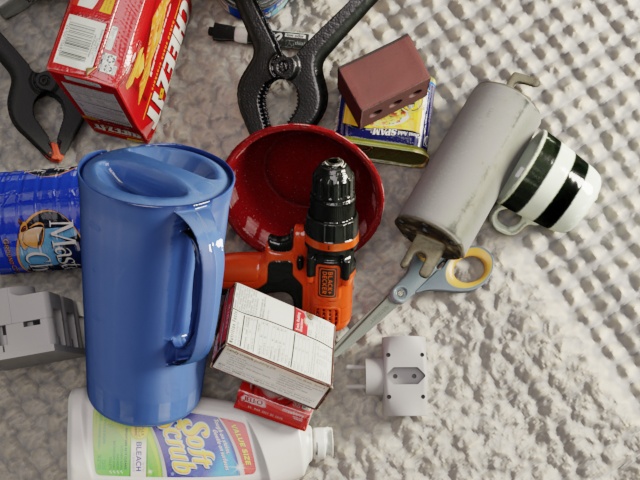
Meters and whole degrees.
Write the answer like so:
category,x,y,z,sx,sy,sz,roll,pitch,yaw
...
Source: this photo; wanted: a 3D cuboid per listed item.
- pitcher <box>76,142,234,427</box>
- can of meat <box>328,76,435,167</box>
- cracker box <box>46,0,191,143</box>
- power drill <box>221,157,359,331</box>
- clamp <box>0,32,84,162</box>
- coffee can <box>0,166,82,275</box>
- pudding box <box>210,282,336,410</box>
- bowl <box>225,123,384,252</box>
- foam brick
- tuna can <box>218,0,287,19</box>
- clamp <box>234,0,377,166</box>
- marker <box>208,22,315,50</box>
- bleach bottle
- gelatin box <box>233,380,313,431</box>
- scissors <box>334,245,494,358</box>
category,x,y,z,sx,sy,sz,roll,pitch,yaw
pitcher,-0.147,0.047,0.947,0.145,0.149,0.243,10,117,5
can of meat,0.064,-0.126,1.081,0.102,0.057,0.084,8,79,1
cracker box,-0.182,-0.198,1.017,0.072,0.214,0.164,16,82,1
power drill,-0.057,0.001,1.023,0.188,0.057,0.184,5,119,7
clamp,-0.294,-0.166,1.092,0.120,0.039,0.171,-1,84,-9
coffee can,-0.263,-0.020,1.046,0.140,0.103,0.103,-5,81,0
pudding box,-0.042,0.098,0.995,0.113,0.090,0.039,23,126,-13
bowl,-0.016,-0.055,1.048,0.162,0.055,0.162,4,125,5
foam brick,0.061,-0.153,1.032,0.078,0.053,0.051,-27,77,-6
tuna can,-0.071,-0.275,1.118,0.086,0.034,0.086,0,81,1
clamp,-0.024,-0.178,1.072,0.165,0.036,0.210,5,97,14
marker,-0.057,-0.212,1.115,0.121,0.020,0.020,7,81,2
bleach bottle,-0.114,0.190,1.032,0.251,0.068,0.102,-1,80,-2
gelatin box,-0.035,0.134,1.030,0.073,0.030,0.089,19,40,4
scissors,0.099,0.058,1.060,0.096,0.016,0.201,33,76,1
